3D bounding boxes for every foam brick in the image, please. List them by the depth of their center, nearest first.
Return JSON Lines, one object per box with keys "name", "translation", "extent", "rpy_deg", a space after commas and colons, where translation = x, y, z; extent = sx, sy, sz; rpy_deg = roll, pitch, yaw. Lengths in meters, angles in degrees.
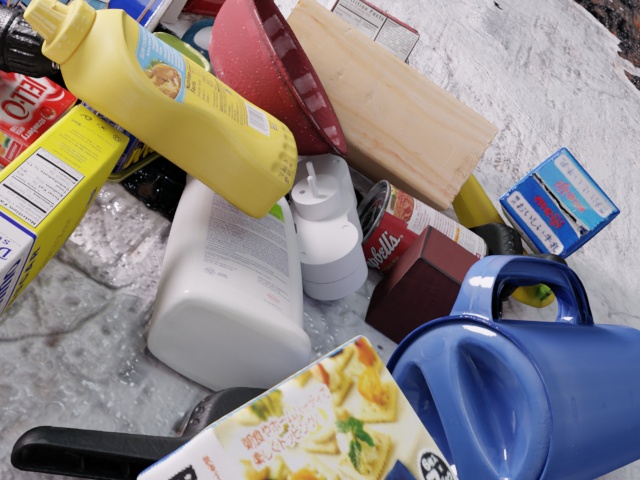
{"name": "foam brick", "translation": [0.079, 0.039, 0.826], "extent": [0.051, 0.078, 0.053], "rpy_deg": [34, 33, -6]}

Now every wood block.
{"name": "wood block", "translation": [0.042, -0.117, 0.955], "extent": [0.206, 0.090, 0.091], "rpy_deg": [34, -6, -6]}

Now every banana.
{"name": "banana", "translation": [0.167, 0.000, 0.987], "extent": [0.037, 0.069, 0.198], "rpy_deg": [-19, 46, -14]}

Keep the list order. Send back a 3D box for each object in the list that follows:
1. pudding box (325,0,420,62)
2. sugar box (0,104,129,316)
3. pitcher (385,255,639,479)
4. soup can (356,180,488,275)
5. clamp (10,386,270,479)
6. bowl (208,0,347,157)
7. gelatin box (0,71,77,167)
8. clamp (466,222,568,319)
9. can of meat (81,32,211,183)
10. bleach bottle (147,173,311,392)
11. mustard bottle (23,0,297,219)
{"name": "pudding box", "translation": [0.029, -0.172, 1.023], "extent": [0.090, 0.113, 0.039], "rpy_deg": [29, 8, -14]}
{"name": "sugar box", "translation": [-0.174, -0.002, 0.604], "extent": [0.048, 0.093, 0.176], "rpy_deg": [33, 31, -8]}
{"name": "pitcher", "translation": [0.163, 0.106, 0.760], "extent": [0.242, 0.149, 0.145], "rpy_deg": [2, 45, -49]}
{"name": "soup can", "translation": [0.079, 0.004, 0.881], "extent": [0.102, 0.069, 0.068], "rpy_deg": [30, 31, -14]}
{"name": "clamp", "translation": [-0.060, 0.130, 0.594], "extent": [0.164, 0.036, 0.209], "rpy_deg": [45, 32, 4]}
{"name": "bowl", "translation": [-0.040, -0.125, 0.827], "extent": [0.162, 0.055, 0.162], "rpy_deg": [59, 11, -20]}
{"name": "gelatin box", "translation": [-0.220, -0.094, 0.743], "extent": [0.073, 0.030, 0.089], "rpy_deg": [33, 31, -7]}
{"name": "clamp", "translation": [0.140, 0.043, 0.886], "extent": [0.039, 0.120, 0.171], "rpy_deg": [33, 9, -15]}
{"name": "can of meat", "translation": [-0.135, -0.101, 0.787], "extent": [0.057, 0.084, 0.102], "rpy_deg": [39, 30, 3]}
{"name": "bleach bottle", "translation": [-0.055, 0.001, 0.755], "extent": [0.102, 0.068, 0.250], "rpy_deg": [28, 29, -16]}
{"name": "mustard bottle", "translation": [-0.103, -0.093, 0.683], "extent": [0.191, 0.058, 0.096], "rpy_deg": [34, 24, -27]}
